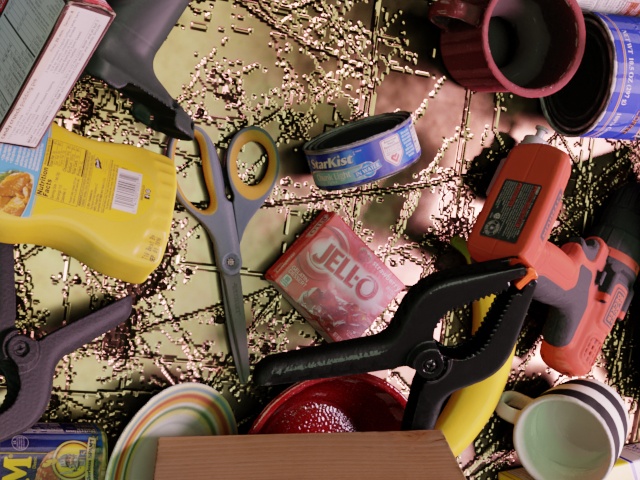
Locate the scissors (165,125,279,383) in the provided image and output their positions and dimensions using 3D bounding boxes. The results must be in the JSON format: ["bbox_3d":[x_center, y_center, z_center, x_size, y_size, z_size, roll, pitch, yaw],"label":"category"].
[{"bbox_3d":[-0.055,0.001,0.814,0.096,0.016,0.202,-26,105,-18],"label":"scissors"}]

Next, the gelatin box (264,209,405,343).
[{"bbox_3d":[0.011,0.031,0.837,0.073,0.030,0.089,-47,110,-11],"label":"gelatin box"}]

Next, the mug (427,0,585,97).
[{"bbox_3d":[0.136,-0.162,0.839,0.117,0.082,0.093,15,90,-23],"label":"mug"}]

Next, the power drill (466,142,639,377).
[{"bbox_3d":[0.205,0.000,0.870,0.187,0.057,0.184,39,71,-42],"label":"power drill"}]

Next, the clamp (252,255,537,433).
[{"bbox_3d":[0.065,0.081,0.774,0.164,0.036,0.210,38,101,-20],"label":"clamp"}]

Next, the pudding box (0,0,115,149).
[{"bbox_3d":[-0.188,-0.129,0.680,0.039,0.090,0.114,2,133,-49],"label":"pudding box"}]

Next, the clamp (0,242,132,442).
[{"bbox_3d":[-0.214,0.065,0.721,0.120,0.039,0.171,41,52,-12],"label":"clamp"}]

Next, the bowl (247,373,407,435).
[{"bbox_3d":[0.002,0.175,0.835,0.161,0.055,0.162,-2,97,-22],"label":"bowl"}]

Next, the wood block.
[{"bbox_3d":[-0.010,0.192,0.738,0.206,0.091,0.090,-1,104,-6],"label":"wood block"}]

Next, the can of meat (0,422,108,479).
[{"bbox_3d":[-0.199,0.178,0.754,0.083,0.058,0.102,5,93,-25],"label":"can of meat"}]

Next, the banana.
[{"bbox_3d":[0.128,0.095,0.891,0.069,0.037,0.198,6,92,-4],"label":"banana"}]

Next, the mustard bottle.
[{"bbox_3d":[-0.196,-0.040,0.720,0.191,0.058,0.096,18,57,-22],"label":"mustard bottle"}]

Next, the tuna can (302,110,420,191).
[{"bbox_3d":[0.032,-0.068,0.805,0.086,0.086,0.034,-24,106,-18],"label":"tuna can"}]
